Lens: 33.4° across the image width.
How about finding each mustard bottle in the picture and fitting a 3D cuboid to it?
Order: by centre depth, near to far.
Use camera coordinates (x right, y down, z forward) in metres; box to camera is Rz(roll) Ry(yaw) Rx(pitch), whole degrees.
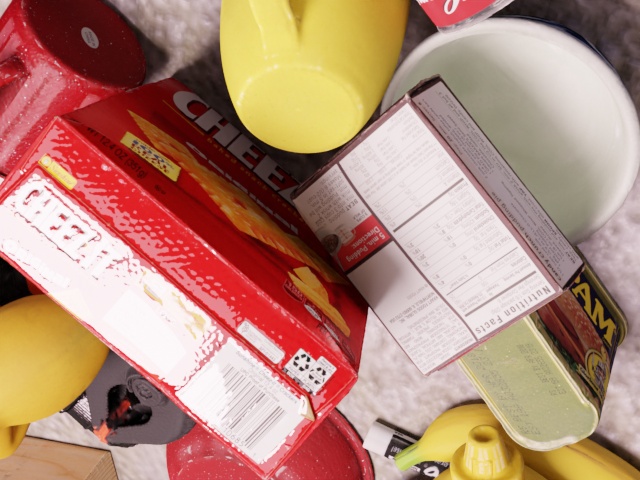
[{"bbox_3d":[0.103,0.185,0.632,0.096,0.058,0.191,1,125,18],"label":"mustard bottle"}]

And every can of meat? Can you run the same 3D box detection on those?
[{"bbox_3d":[0.113,0.047,0.567,0.058,0.083,0.102,-27,107,35],"label":"can of meat"}]

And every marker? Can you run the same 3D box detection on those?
[{"bbox_3d":[0.086,0.150,0.688,0.121,0.020,0.020,23,128,9],"label":"marker"}]

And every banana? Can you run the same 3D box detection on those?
[{"bbox_3d":[0.146,0.145,0.647,0.198,0.037,0.070,22,133,10],"label":"banana"}]

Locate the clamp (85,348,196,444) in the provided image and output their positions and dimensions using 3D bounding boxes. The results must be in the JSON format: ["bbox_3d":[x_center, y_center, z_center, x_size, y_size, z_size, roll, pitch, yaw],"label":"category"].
[{"bbox_3d":[-0.102,0.070,0.644,0.172,0.039,0.120,-34,96,40],"label":"clamp"}]

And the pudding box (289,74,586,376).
[{"bbox_3d":[0.052,-0.005,0.495,0.090,0.039,0.113,-38,90,37],"label":"pudding box"}]

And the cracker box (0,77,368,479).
[{"bbox_3d":[-0.053,0.001,0.529,0.164,0.213,0.072,41,104,-5],"label":"cracker box"}]

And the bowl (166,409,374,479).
[{"bbox_3d":[-0.047,0.166,0.737,0.162,0.055,0.162,12,125,17],"label":"bowl"}]

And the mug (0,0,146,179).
[{"bbox_3d":[-0.157,-0.086,0.586,0.093,0.117,0.082,51,123,6],"label":"mug"}]
